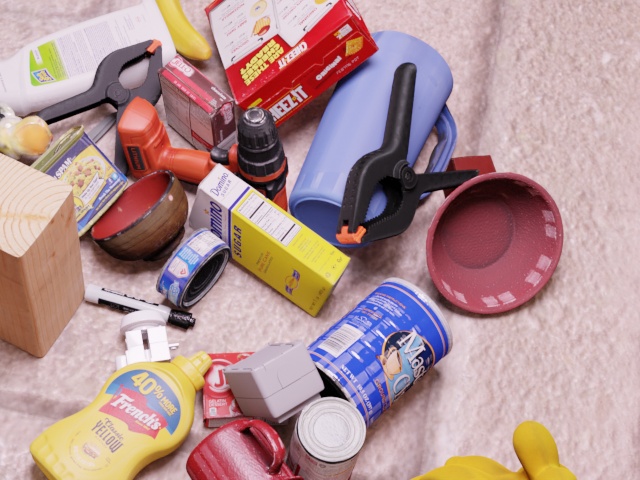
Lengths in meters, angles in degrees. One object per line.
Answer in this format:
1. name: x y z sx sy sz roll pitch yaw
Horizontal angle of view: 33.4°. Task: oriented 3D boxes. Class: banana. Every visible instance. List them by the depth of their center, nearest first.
1. banana: -0.184 -0.297 1.348 0.037 0.070 0.198 10 56 -44

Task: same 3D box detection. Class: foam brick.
1. foam brick: 0.179 -0.054 1.251 0.051 0.053 0.078 -5 59 -11

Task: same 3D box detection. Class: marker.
1. marker: -0.192 0.071 1.141 0.121 0.020 0.020 16 57 2

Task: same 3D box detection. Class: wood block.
1. wood block: -0.297 0.019 1.048 0.091 0.206 0.090 25 58 7

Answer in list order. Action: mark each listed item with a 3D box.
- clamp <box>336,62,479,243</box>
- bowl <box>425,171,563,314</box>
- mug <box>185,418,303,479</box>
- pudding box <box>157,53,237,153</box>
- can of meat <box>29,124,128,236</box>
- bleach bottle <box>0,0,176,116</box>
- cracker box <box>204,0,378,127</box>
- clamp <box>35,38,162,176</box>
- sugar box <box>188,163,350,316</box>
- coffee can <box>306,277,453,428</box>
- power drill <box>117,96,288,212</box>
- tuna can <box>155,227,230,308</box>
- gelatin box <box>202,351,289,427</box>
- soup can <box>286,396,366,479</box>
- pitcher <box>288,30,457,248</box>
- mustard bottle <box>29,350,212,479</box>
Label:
1. clamp: 0.090 -0.065 1.150 0.164 0.036 0.209 47 61 -28
2. bowl: 0.186 -0.002 1.189 0.162 0.162 0.055 -6 16 -12
3. mug: -0.071 0.217 1.014 0.093 0.117 0.081 -13 53 -43
4. pudding box: -0.140 -0.149 1.230 0.090 0.113 0.039 42 68 17
5. can of meat: -0.272 -0.061 1.168 0.084 0.058 0.102 49 64 -22
6. bleach bottle: -0.304 -0.212 1.277 0.250 0.068 0.102 -18 67 -16
7. cracker box: -0.039 -0.250 1.257 0.164 0.072 0.214 -36 44 15
8. clamp: -0.246 -0.166 1.231 0.120 0.039 0.171 28 76 -13
9. sugar box: -0.058 0.002 1.146 0.176 0.093 0.048 33 60 4
10. coffee can: 0.052 0.119 1.096 0.140 0.103 0.103 -38 70 -26
11. power drill: -0.125 -0.097 1.170 0.188 0.184 0.057 18 58 15
12. tuna can: -0.134 0.031 1.135 0.034 0.086 0.086 37 60 12
13. gelatin box: -0.077 0.152 1.099 0.089 0.030 0.073 0 58 -9
14. soup can: 0.004 0.202 1.037 0.068 0.102 0.068 4 58 -6
15. pitcher: 0.063 -0.108 1.235 0.149 0.145 0.242 16 60 16
16. mustard bottle: -0.182 0.176 1.046 0.096 0.058 0.191 43 66 14
